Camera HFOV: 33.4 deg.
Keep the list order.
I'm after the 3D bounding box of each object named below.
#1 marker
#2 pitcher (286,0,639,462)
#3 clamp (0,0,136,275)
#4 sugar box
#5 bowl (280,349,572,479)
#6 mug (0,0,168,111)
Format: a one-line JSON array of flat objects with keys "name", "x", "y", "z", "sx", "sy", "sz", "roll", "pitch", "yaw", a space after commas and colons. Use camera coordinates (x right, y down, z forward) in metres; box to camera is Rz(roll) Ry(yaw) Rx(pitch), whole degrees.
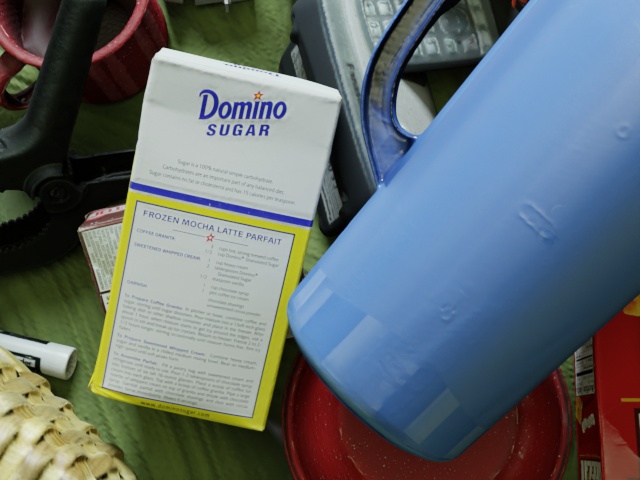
[{"name": "marker", "x": -0.200, "y": 0.057, "z": 0.616, "sx": 0.121, "sy": 0.020, "sz": 0.020, "roll": 13, "pitch": 80, "yaw": 7}, {"name": "pitcher", "x": 0.091, "y": -0.027, "z": 0.475, "sx": 0.243, "sy": 0.144, "sz": 0.149, "roll": -48, "pitch": 44, "yaw": 11}, {"name": "clamp", "x": -0.137, "y": -0.036, "z": 0.593, "sx": 0.210, "sy": 0.164, "sz": 0.036, "roll": -39, "pitch": 45, "yaw": 17}, {"name": "sugar box", "x": -0.053, "y": 0.001, "z": 0.535, "sx": 0.093, "sy": 0.048, "sz": 0.176, "roll": 13, "pitch": 103, "yaw": -5}, {"name": "bowl", "x": 0.056, "y": 0.094, "z": 0.569, "sx": 0.162, "sy": 0.055, "sz": 0.162, "roll": -1, "pitch": 79, "yaw": 4}, {"name": "mug", "x": -0.142, "y": -0.119, "z": 0.613, "sx": 0.093, "sy": 0.081, "sz": 0.117, "roll": 40, "pitch": 84, "yaw": 11}]
